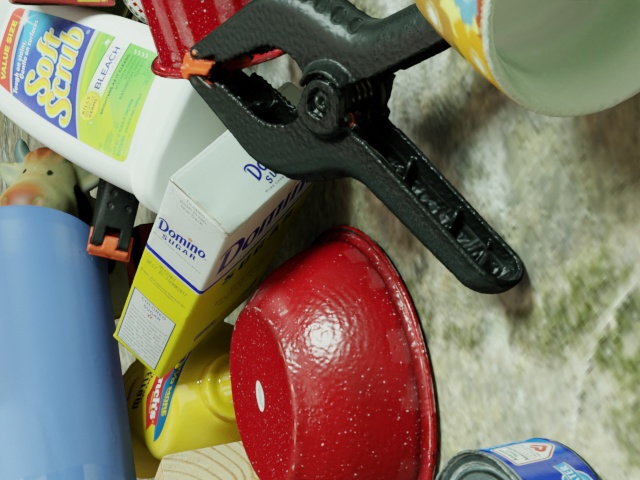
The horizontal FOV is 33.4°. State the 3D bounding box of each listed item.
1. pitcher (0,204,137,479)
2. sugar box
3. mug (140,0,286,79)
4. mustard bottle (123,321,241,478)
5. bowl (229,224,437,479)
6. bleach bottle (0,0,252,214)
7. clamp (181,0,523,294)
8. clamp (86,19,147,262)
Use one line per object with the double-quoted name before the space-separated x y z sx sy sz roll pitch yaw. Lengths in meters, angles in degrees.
"pitcher" -0.188 0.098 0.658 0.243 0.149 0.145 -112 30 -42
"sugar box" -0.054 0.001 0.575 0.048 0.093 0.176 43 147 4
"mug" -0.046 -0.137 0.514 0.117 0.093 0.081 -67 -34 -60
"mustard bottle" -0.081 0.101 0.683 0.192 0.058 0.096 -25 38 59
"bowl" -0.005 0.075 0.532 0.162 0.055 0.162 174 90 -67
"bleach bottle" -0.159 -0.097 0.672 0.251 0.068 0.102 22 90 34
"clamp" 0.016 -0.064 0.410 0.172 0.039 0.120 27 115 29
"clamp" -0.133 -0.082 0.750 0.165 0.036 0.210 141 139 -67
